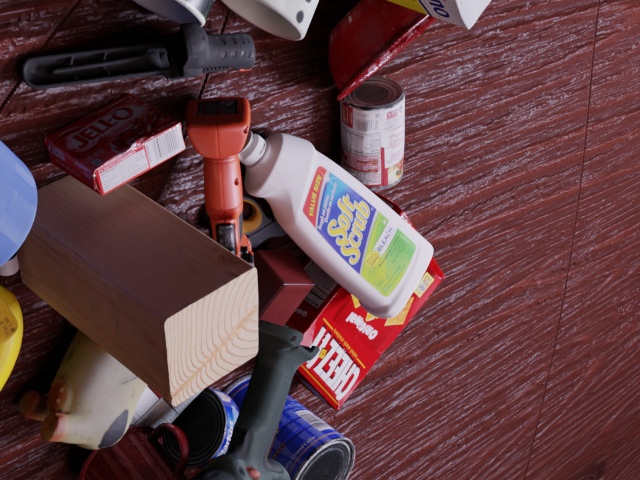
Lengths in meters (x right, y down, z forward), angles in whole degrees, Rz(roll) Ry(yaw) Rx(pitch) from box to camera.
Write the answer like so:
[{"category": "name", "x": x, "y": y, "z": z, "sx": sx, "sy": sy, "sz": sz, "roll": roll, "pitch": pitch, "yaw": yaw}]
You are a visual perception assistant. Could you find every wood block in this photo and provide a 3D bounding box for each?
[{"category": "wood block", "x": -0.152, "y": 0.029, "z": 0.858, "sx": 0.090, "sy": 0.206, "sz": 0.090, "roll": -30, "pitch": 136, "yaw": -35}]

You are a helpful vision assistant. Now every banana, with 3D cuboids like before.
[{"category": "banana", "x": -0.301, "y": 0.116, "z": 0.893, "sx": 0.069, "sy": 0.037, "sz": 0.198, "roll": 27, "pitch": 90, "yaw": -25}]

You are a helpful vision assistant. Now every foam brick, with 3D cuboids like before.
[{"category": "foam brick", "x": -0.055, "y": 0.054, "z": 1.110, "sx": 0.051, "sy": 0.053, "sz": 0.078, "roll": 0, "pitch": 134, "yaw": -50}]

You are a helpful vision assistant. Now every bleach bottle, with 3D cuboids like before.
[{"category": "bleach bottle", "x": 0.004, "y": -0.023, "z": 1.083, "sx": 0.250, "sy": 0.068, "sz": 0.102, "roll": 37, "pitch": 81, "yaw": -33}]

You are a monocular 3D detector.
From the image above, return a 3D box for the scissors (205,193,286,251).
[{"category": "scissors", "x": -0.057, "y": 0.001, "z": 1.118, "sx": 0.201, "sy": 0.016, "sz": 0.096, "roll": 20, "pitch": 101, "yaw": -54}]

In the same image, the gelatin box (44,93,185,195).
[{"category": "gelatin box", "x": -0.168, "y": -0.080, "z": 0.872, "sx": 0.089, "sy": 0.073, "sz": 0.030, "roll": -34, "pitch": 137, "yaw": -30}]

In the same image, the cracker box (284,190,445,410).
[{"category": "cracker box", "x": 0.038, "y": 0.072, "z": 1.237, "sx": 0.213, "sy": 0.072, "sz": 0.164, "roll": -51, "pitch": 143, "yaw": -10}]

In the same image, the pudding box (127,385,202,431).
[{"category": "pudding box", "x": -0.176, "y": 0.157, "z": 1.069, "sx": 0.113, "sy": 0.039, "sz": 0.090, "roll": -45, "pitch": 145, "yaw": -13}]

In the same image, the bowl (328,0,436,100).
[{"category": "bowl", "x": 0.060, "y": -0.208, "z": 1.032, "sx": 0.162, "sy": 0.055, "sz": 0.162, "roll": -41, "pitch": -178, "yaw": 2}]

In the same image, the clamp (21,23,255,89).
[{"category": "clamp", "x": -0.125, "y": -0.147, "z": 0.861, "sx": 0.209, "sy": 0.165, "sz": 0.036, "roll": -24, "pitch": 107, "yaw": -67}]

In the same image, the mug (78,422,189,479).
[{"category": "mug", "x": -0.167, "y": 0.232, "z": 1.035, "sx": 0.117, "sy": 0.082, "sz": 0.093, "roll": -52, "pitch": 144, "yaw": 7}]

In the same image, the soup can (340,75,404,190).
[{"category": "soup can", "x": 0.054, "y": -0.113, "z": 1.124, "sx": 0.068, "sy": 0.069, "sz": 0.102, "roll": -32, "pitch": 137, "yaw": -33}]

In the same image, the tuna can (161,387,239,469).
[{"category": "tuna can", "x": -0.126, "y": 0.196, "z": 1.118, "sx": 0.086, "sy": 0.086, "sz": 0.033, "roll": -60, "pitch": 147, "yaw": 1}]

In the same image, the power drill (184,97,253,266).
[{"category": "power drill", "x": -0.086, "y": -0.022, "z": 0.938, "sx": 0.057, "sy": 0.184, "sz": 0.188, "roll": -3, "pitch": 113, "yaw": -6}]

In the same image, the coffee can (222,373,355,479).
[{"category": "coffee can", "x": -0.046, "y": 0.227, "z": 1.190, "sx": 0.102, "sy": 0.140, "sz": 0.103, "roll": -30, "pitch": 136, "yaw": -34}]
